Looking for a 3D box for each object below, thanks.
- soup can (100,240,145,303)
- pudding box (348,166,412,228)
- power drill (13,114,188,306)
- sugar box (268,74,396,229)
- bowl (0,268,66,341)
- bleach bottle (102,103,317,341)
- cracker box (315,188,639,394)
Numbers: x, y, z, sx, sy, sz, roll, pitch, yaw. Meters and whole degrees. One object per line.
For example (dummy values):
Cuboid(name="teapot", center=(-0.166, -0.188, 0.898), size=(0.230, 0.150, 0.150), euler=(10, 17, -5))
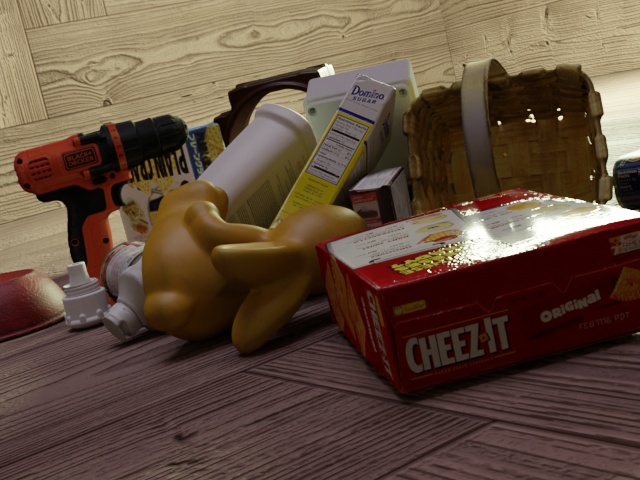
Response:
Cuboid(name="soup can", center=(-0.169, 0.036, 1.036), size=(0.068, 0.068, 0.102), euler=(-17, 9, -23))
Cuboid(name="pudding box", center=(0.058, -0.012, 0.922), size=(0.039, 0.090, 0.113), euler=(-11, 9, 11))
Cuboid(name="power drill", center=(-0.210, -0.029, 1.125), size=(0.184, 0.187, 0.057), euler=(-17, 7, -12))
Cuboid(name="sugar box", center=(0.012, -0.054, 0.962), size=(0.048, 0.176, 0.093), euler=(22, -24, 10))
Cuboid(name="bowl", center=(-0.345, 0.069, 1.143), size=(0.162, 0.055, 0.162), euler=(-13, 8, 2))
Cuboid(name="bleach bottle", center=(-0.100, -0.010, 0.961), size=(0.068, 0.102, 0.250), euler=(25, 58, 34))
Cuboid(name="cracker box", center=(0.097, 0.025, 0.687), size=(0.164, 0.072, 0.214), euler=(-15, 9, -7))
